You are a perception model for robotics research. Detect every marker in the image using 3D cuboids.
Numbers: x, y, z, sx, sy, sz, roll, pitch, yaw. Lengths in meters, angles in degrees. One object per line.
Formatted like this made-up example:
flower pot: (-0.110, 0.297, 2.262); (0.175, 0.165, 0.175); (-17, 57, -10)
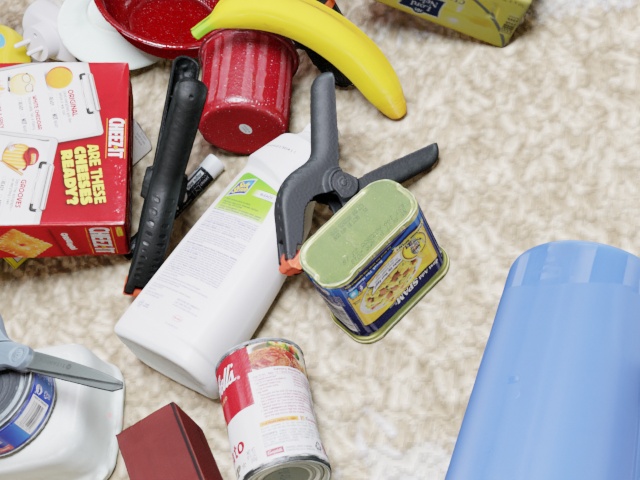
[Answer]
marker: (-0.133, -0.029, 0.956); (0.020, 0.020, 0.121); (32, 74, 37)

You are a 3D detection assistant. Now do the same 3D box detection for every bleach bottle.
bleach bottle: (-0.056, 0.001, 0.874); (0.103, 0.068, 0.250); (21, 65, 36)

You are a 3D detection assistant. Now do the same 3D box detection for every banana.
banana: (-0.007, -0.169, 0.905); (0.197, 0.070, 0.037); (22, 41, -6)

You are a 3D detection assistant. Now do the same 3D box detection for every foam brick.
foam brick: (-0.107, 0.170, 0.784); (0.051, 0.053, 0.078); (-31, 49, 1)

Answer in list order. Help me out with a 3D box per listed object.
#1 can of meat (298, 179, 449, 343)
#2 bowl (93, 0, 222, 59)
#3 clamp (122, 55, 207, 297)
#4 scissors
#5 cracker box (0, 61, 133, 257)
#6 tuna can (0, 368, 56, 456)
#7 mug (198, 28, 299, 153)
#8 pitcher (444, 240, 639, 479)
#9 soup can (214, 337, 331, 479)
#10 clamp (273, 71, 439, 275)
can of meat: (0.041, 0.015, 0.805); (0.102, 0.084, 0.058); (-44, 52, -9)
bowl: (-0.144, -0.232, 1.058); (0.162, 0.055, 0.162); (4, 57, -6)
clamp: (-0.130, -0.054, 0.896); (0.036, 0.210, 0.164); (12, 21, -11)
scissors: (-0.238, 0.100, 0.790); (0.202, 0.016, 0.096); (26, 72, 36)
cracker box: (-0.272, -0.069, 0.930); (0.213, 0.072, 0.164); (-1, 65, -5)
tuna can: (-0.248, 0.120, 0.814); (0.086, 0.033, 0.086); (-12, 53, 16)
mug: (-0.074, -0.127, 0.963); (0.117, 0.093, 0.081); (-30, 47, 44)
pitcher: (0.156, 0.123, 0.652); (0.149, 0.145, 0.242); (20, 60, -1)
soup can: (-0.035, 0.131, 0.769); (0.068, 0.068, 0.102); (-23, 51, 8)
clamp: (0.024, -0.041, 0.856); (0.120, 0.039, 0.171); (23, 72, -5)
